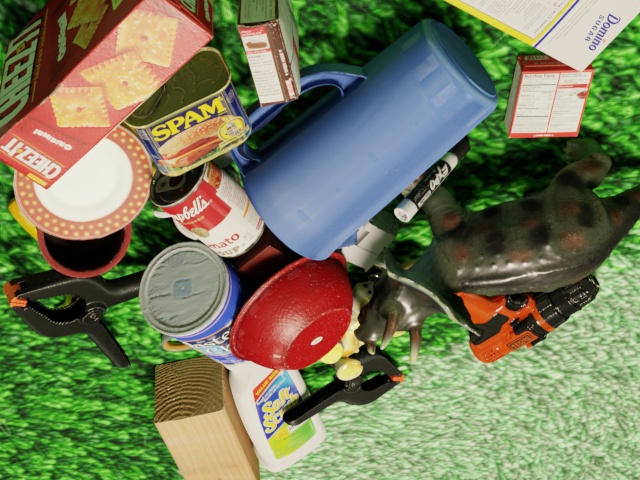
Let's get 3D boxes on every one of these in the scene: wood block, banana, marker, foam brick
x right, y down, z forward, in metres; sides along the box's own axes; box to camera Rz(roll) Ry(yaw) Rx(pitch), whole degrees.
[{"bbox_3d":[-0.145,0.250,1.394,0.090,0.091,0.206,-12,136,4],"label":"wood block"},{"bbox_3d":[-0.285,0.025,1.178,0.069,0.037,0.198,-8,137,-2],"label":"banana"},{"bbox_3d":[0.118,-0.065,1.099,0.020,0.121,0.020,32,152,20],"label":"marker"},{"bbox_3d":[-0.058,0.001,1.157,0.052,0.078,0.051,30,125,-35],"label":"foam brick"}]

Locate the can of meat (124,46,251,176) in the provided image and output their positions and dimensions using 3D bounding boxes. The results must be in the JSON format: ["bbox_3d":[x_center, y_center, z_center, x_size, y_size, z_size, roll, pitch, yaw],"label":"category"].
[{"bbox_3d":[-0.120,-0.114,0.963,0.102,0.057,0.084,-26,147,-1],"label":"can of meat"}]

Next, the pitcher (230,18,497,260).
[{"bbox_3d":[0.040,-0.105,1.029,0.243,0.145,0.149,-39,165,24],"label":"pitcher"}]

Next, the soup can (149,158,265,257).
[{"bbox_3d":[-0.108,-0.036,1.036,0.069,0.068,0.102,-28,136,20],"label":"soup can"}]

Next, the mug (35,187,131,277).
[{"bbox_3d":[-0.238,-0.025,1.090,0.117,0.082,0.093,-39,116,-8],"label":"mug"}]

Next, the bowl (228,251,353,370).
[{"bbox_3d":[-0.018,0.089,1.154,0.162,0.055,0.162,-31,150,-21],"label":"bowl"}]

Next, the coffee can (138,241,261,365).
[{"bbox_3d":[-0.120,0.071,1.169,0.103,0.103,0.140,-21,155,13],"label":"coffee can"}]

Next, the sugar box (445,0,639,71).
[{"bbox_3d":[0.201,-0.230,0.975,0.176,0.048,0.093,19,130,-30],"label":"sugar box"}]

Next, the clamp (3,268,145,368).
[{"bbox_3d":[-0.257,0.080,1.184,0.209,0.036,0.165,6,126,-41],"label":"clamp"}]

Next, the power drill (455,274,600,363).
[{"bbox_3d":[0.216,0.067,1.276,0.187,0.057,0.185,32,124,-34],"label":"power drill"}]

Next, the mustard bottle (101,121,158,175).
[{"bbox_3d":[-0.159,-0.143,1.005,0.096,0.058,0.192,15,133,-15],"label":"mustard bottle"}]

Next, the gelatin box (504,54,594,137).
[{"bbox_3d":[0.229,-0.146,1.077,0.073,0.030,0.089,-2,136,-4],"label":"gelatin box"}]

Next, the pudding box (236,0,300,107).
[{"bbox_3d":[-0.045,-0.188,0.935,0.039,0.113,0.090,-10,136,7],"label":"pudding box"}]

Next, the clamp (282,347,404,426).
[{"bbox_3d":[0.032,0.165,1.346,0.171,0.039,0.120,-10,124,-32],"label":"clamp"}]

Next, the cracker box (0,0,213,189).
[{"bbox_3d":[-0.185,-0.170,0.898,0.214,0.164,0.072,-36,128,26],"label":"cracker box"}]

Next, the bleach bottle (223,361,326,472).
[{"bbox_3d":[-0.072,0.189,1.348,0.102,0.068,0.250,-32,136,-9],"label":"bleach bottle"}]
